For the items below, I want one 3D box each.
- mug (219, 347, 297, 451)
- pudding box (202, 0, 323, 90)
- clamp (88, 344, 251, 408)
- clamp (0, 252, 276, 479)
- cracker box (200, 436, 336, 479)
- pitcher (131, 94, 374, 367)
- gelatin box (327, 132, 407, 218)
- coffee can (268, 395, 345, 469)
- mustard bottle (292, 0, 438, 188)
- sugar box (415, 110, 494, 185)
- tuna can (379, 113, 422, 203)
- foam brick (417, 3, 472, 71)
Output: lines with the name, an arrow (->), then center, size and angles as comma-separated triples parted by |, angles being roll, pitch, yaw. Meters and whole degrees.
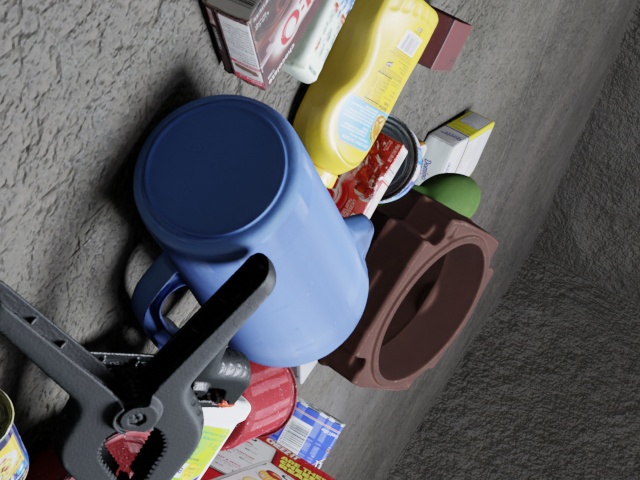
mug -> -0.080, 0.131, 0.967 | 0.081, 0.093, 0.117 | -10, 97, -65
pudding box -> -0.025, -0.164, 0.673 | 0.113, 0.039, 0.090 | -57, 166, -14
clamp -> -0.107, 0.094, 0.755 | 0.171, 0.120, 0.039 | 70, 14, -66
clamp -> -0.106, 0.091, 0.652 | 0.164, 0.036, 0.210 | -10, 131, -14
cracker box -> -0.082, 0.249, 1.006 | 0.072, 0.164, 0.213 | -63, 165, 12
pitcher -> -0.053, 0.004, 0.747 | 0.243, 0.145, 0.149 | 65, 37, -68
gelatin box -> 0.025, -0.063, 0.968 | 0.089, 0.073, 0.030 | -60, 164, -1
coffee can -> -0.050, 0.249, 1.236 | 0.140, 0.103, 0.102 | -60, 165, -6
mustard bottle -> 0.026, -0.119, 0.891 | 0.192, 0.058, 0.096 | -63, 155, 6
sugar box -> 0.174, -0.113, 1.437 | 0.176, 0.048, 0.093 | -28, 145, -58
tuna can -> 0.053, -0.078, 1.009 | 0.086, 0.086, 0.033 | -63, 167, 5
foam brick -> 0.106, -0.198, 1.034 | 0.053, 0.051, 0.078 | -64, 165, 15
